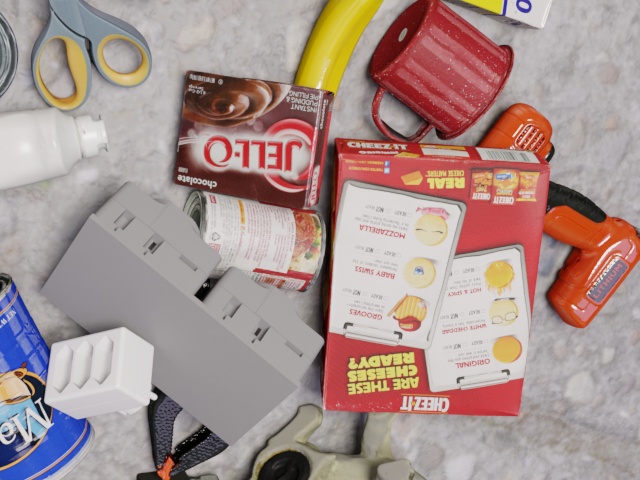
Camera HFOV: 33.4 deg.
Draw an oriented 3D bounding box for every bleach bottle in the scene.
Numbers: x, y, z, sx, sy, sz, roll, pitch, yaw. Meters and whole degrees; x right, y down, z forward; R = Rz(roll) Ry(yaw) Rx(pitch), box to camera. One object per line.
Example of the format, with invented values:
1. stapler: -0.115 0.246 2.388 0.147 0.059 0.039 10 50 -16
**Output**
1. bleach bottle: -0.272 -0.051 0.735 0.250 0.103 0.068 -12 102 -16

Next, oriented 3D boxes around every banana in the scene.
1. banana: 0.004 -0.126 0.836 0.037 0.070 0.198 16 108 -23

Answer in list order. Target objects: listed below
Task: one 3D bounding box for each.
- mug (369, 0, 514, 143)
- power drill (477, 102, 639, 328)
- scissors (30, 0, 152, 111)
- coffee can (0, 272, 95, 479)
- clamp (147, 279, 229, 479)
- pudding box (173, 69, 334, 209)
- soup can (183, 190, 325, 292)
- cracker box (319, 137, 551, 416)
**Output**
1. mug: 0.086 -0.131 0.856 0.081 0.093 0.117 33 103 -19
2. power drill: 0.179 0.000 0.934 0.187 0.057 0.184 34 98 -25
3. scissors: -0.160 -0.170 0.735 0.096 0.016 0.202 -3 138 -17
4. coffee can: -0.243 0.109 0.785 0.102 0.103 0.140 -27 110 -12
5. clamp: -0.095 0.112 0.875 0.120 0.039 0.171 40 87 -10
6. pudding box: -0.051 -0.078 0.814 0.114 0.039 0.090 11 100 18
7. soup can: -0.056 0.001 0.845 0.102 0.069 0.068 9 99 -21
8. cracker box: 0.086 0.029 0.859 0.164 0.072 0.214 3 108 -3
